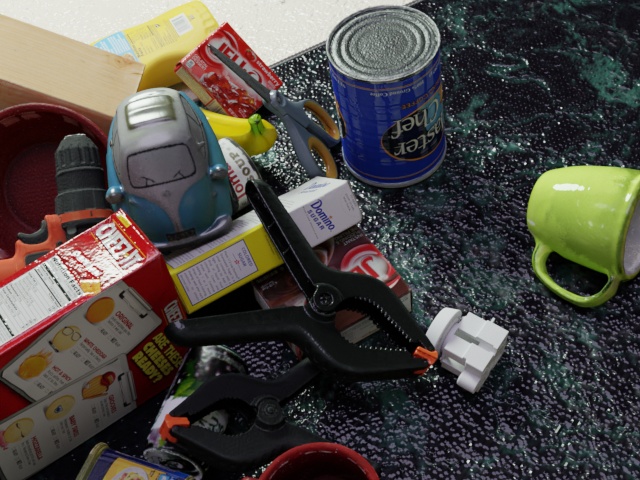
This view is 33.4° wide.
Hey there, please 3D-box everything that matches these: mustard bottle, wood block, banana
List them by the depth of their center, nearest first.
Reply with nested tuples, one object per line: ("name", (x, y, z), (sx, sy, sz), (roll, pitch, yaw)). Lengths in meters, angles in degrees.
("wood block", (-0.289, -0.149, 1.049), (0.206, 0.090, 0.090), (18, 47, -11))
("banana", (-0.103, -0.115, 1.054), (0.198, 0.069, 0.037), (14, 59, 45))
("mustard bottle", (-0.199, -0.189, 1.141), (0.191, 0.058, 0.096), (-24, 51, -10))

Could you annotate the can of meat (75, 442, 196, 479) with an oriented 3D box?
("can of meat", (-0.148, 0.215, 0.809), (0.084, 0.057, 0.102), (14, 56, 17))

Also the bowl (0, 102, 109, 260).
("bowl", (-0.261, -0.048, 1.010), (0.162, 0.055, 0.162), (0, 95, -2))

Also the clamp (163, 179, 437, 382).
("clamp", (-0.002, 0.045, 0.861), (0.210, 0.036, 0.164), (21, 59, -4))

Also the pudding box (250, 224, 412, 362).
("pudding box", (0.010, 0.048, 0.926), (0.113, 0.039, 0.090), (-30, 54, -13))

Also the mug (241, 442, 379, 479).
("mug", (-0.009, 0.204, 0.777), (0.117, 0.081, 0.093), (13, 55, 19))

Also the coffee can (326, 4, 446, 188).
("coffee can", (0.064, -0.133, 0.997), (0.103, 0.140, 0.103), (-5, 51, 6))

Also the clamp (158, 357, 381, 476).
("clamp", (-0.035, 0.146, 0.825), (0.171, 0.039, 0.120), (-12, 56, -22))

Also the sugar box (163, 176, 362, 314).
("sugar box", (-0.056, 0.001, 0.946), (0.176, 0.048, 0.093), (-26, 13, -13))

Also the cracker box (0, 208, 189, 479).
("cracker box", (-0.213, 0.094, 0.848), (0.213, 0.164, 0.072), (-34, 56, -17))

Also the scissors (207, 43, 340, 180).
("scissors", (-0.035, -0.108, 0.982), (0.016, 0.201, 0.096), (-21, 70, 27))

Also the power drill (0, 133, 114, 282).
("power drill", (-0.268, 0.001, 0.923), (0.187, 0.057, 0.184), (-6, 80, -23))

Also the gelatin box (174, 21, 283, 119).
("gelatin box", (-0.094, -0.168, 1.093), (0.089, 0.030, 0.073), (48, 63, -10))

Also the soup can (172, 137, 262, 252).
("soup can", (-0.112, -0.043, 1.002), (0.102, 0.068, 0.069), (-36, 54, -18))
